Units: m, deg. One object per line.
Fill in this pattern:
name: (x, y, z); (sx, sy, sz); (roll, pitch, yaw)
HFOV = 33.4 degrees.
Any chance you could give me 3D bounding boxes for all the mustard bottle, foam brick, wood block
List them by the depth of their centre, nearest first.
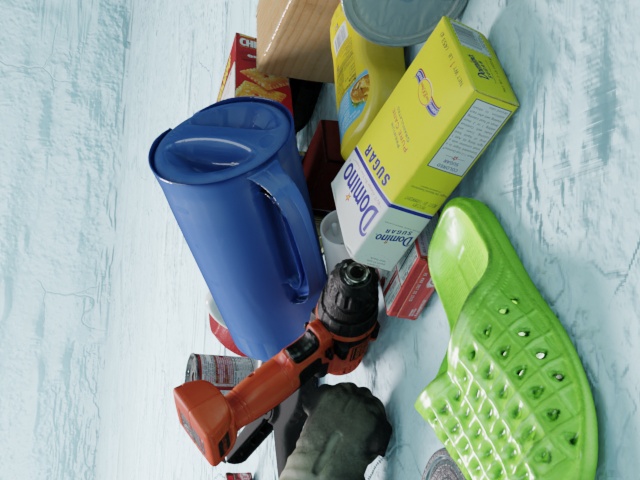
mustard bottle: (0.045, -0.124, 0.936); (0.096, 0.058, 0.191); (127, 145, -57)
foam brick: (0.016, -0.071, 1.025); (0.078, 0.051, 0.053); (119, 150, -53)
wood block: (0.005, -0.252, 1.052); (0.206, 0.090, 0.091); (127, 146, -60)

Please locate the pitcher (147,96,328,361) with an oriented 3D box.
pitcher: (-0.057, 0.001, 0.997); (0.149, 0.145, 0.243); (-81, -21, -49)

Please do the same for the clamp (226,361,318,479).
clamp: (-0.048, 0.183, 1.144); (0.165, 0.036, 0.210); (18, 101, 57)

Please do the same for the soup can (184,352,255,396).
soup can: (-0.103, 0.168, 1.244); (0.069, 0.102, 0.068); (-175, 90, -73)

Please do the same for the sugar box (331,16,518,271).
sugar box: (0.071, -0.069, 0.800); (0.176, 0.048, 0.093); (-53, 32, 33)

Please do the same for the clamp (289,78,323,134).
clamp: (-0.036, -0.140, 1.234); (0.172, 0.039, 0.120); (133, 138, -63)

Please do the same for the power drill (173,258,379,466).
power drill: (-0.031, 0.102, 0.890); (0.057, 0.187, 0.184); (51, 160, 21)

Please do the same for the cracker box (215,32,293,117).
cracker box: (-0.082, -0.100, 1.151); (0.213, 0.072, 0.164); (-95, 22, -53)

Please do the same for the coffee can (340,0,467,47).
coffee can: (0.055, -0.237, 0.864); (0.140, 0.102, 0.103); (-103, 25, -47)

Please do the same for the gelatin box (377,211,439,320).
gelatin box: (0.072, 0.007, 0.857); (0.073, 0.030, 0.089); (115, 155, -44)
